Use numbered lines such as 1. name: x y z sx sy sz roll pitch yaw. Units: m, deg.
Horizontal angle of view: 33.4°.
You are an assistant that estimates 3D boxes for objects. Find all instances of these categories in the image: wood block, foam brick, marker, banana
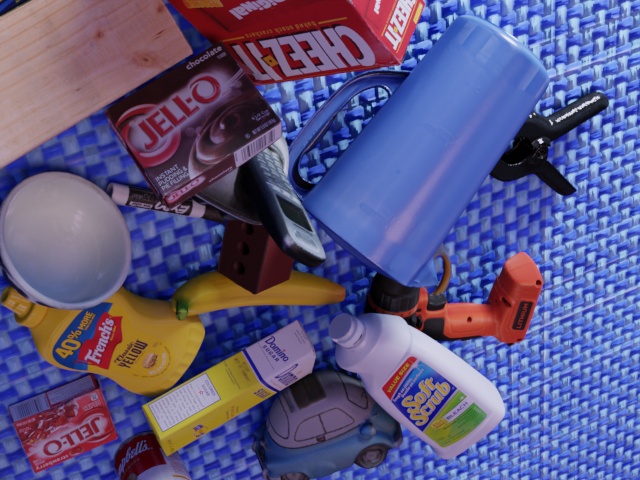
1. wood block: -0.212 -0.120 0.787 0.205 0.091 0.090 -36 101 -20
2. foam brick: -0.057 0.001 1.011 0.051 0.053 0.078 -21 132 -48
3. marker: -0.137 -0.033 0.976 0.120 0.020 0.020 10 115 -33
4. banana: -0.070 0.053 1.038 0.197 0.070 0.037 -7 124 -36

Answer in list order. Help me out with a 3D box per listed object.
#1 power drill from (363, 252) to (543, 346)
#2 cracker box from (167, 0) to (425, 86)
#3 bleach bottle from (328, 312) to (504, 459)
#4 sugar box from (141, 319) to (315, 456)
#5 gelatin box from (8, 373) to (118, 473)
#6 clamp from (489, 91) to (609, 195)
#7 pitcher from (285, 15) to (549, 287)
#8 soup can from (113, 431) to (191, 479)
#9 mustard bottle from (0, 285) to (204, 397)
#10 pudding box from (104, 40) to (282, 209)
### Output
1. power drill: 0.138 0.061 1.136 0.187 0.057 0.184 -6 135 -16
2. cracker box: -0.048 -0.210 0.808 0.213 0.164 0.072 42 60 -40
3. bleach bottle: 0.089 0.144 1.110 0.103 0.068 0.250 -39 133 16
4. sugar box: -0.089 0.150 1.075 0.176 0.048 0.093 -26 163 -12
5. gelatin box: -0.252 0.180 1.050 0.089 0.030 0.073 -21 128 -14
6. clamp: 0.228 -0.108 1.111 0.171 0.039 0.120 4 112 -38
7. pitcher: 0.091 -0.091 0.992 0.243 0.145 0.149 -53 135 2
8. soup can: -0.167 0.255 1.098 0.068 0.102 0.068 -14 126 -20
9. mustard bottle: -0.207 0.080 0.989 0.191 0.058 0.096 26 112 -37
10. pudding box: -0.100 -0.091 0.847 0.113 0.090 0.039 -33 164 -12
